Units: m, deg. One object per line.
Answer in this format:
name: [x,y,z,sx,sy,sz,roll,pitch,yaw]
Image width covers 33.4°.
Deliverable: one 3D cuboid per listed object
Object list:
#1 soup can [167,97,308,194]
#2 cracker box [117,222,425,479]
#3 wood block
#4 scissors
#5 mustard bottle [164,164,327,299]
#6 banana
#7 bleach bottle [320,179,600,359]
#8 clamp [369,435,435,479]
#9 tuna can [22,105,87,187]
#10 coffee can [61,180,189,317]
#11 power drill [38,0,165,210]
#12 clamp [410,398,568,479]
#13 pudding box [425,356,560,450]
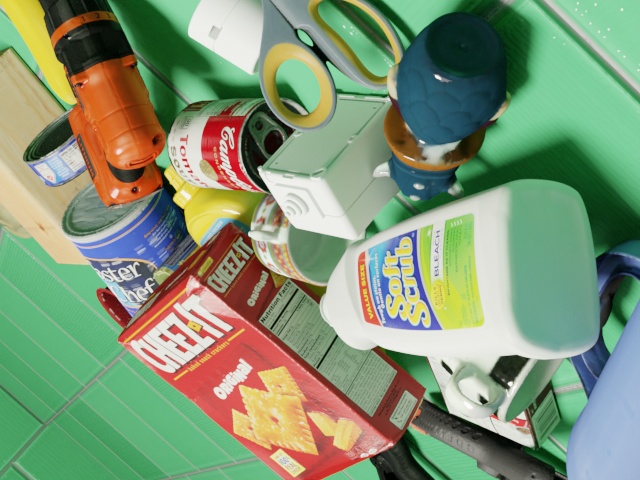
soup can: [-0.059,-0.070,0.781,0.102,0.068,0.068,8,140,52]
cracker box: [-0.046,0.105,0.889,0.213,0.072,0.164,41,142,-9]
wood block: [-0.285,-0.080,1.067,0.091,0.090,0.206,0,134,54]
scissors: [-0.041,-0.144,0.629,0.202,0.096,0.016,37,-163,3]
mustard bottle: [-0.056,0.001,0.904,0.191,0.058,0.096,42,148,-2]
banana: [-0.240,-0.179,0.895,0.070,0.037,0.198,23,150,32]
bleach bottle: [0.069,0.035,0.683,0.068,0.102,0.251,3,168,-27]
clamp: [0.081,0.230,1.121,0.120,0.039,0.171,11,142,46]
tuna can: [-0.227,-0.088,0.972,0.086,0.086,0.033,5,139,53]
coffee can: [-0.168,0.010,1.032,0.103,0.102,0.140,14,145,45]
power drill: [-0.174,-0.116,0.839,0.188,0.057,0.184,108,139,-72]
clamp: [0.152,0.183,0.902,0.210,0.036,0.164,24,172,40]
pudding box: [0.133,0.108,0.839,0.090,0.039,0.113,20,147,38]
